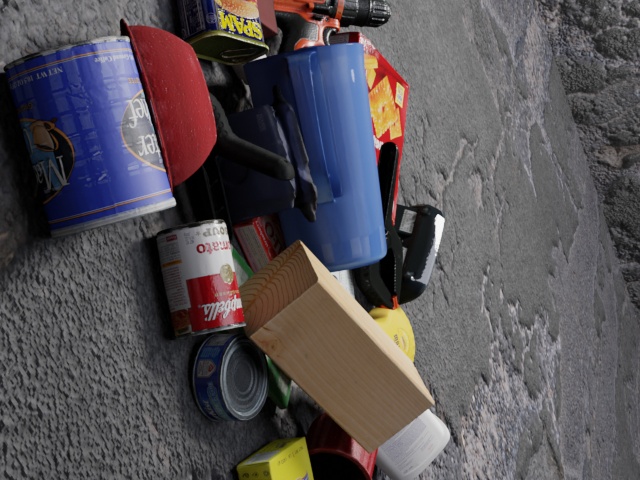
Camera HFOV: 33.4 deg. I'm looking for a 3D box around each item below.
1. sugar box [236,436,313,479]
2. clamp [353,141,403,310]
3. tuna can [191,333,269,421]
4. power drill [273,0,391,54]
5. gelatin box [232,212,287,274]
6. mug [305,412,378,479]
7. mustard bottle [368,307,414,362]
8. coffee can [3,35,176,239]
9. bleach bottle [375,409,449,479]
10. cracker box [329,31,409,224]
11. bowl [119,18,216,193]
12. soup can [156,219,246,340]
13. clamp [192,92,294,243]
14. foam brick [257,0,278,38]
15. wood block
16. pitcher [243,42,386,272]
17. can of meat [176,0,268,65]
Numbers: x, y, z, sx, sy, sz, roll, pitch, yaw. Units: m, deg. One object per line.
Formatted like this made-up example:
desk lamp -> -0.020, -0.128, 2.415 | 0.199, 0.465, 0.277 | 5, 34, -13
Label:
sugar box -> -0.032, 0.297, 1.079 | 0.093, 0.048, 0.176 | -17, 93, -66
clamp -> 0.061, 0.000, 1.328 | 0.164, 0.036, 0.210 | -35, 124, -48
tuna can -> -0.086, 0.133, 1.036 | 0.086, 0.034, 0.086 | 12, 76, -58
power drill -> 0.005, -0.227, 1.303 | 0.184, 0.057, 0.187 | 3, 73, -19
gelatin box -> -0.058, 0.002, 1.184 | 0.089, 0.030, 0.073 | 66, 26, -23
mug -> 0.018, 0.251, 1.171 | 0.081, 0.093, 0.117 | -66, 157, -60
mustard bottle -> 0.064, 0.145, 1.350 | 0.191, 0.058, 0.096 | -21, 103, -66
coffee can -> -0.184, -0.082, 0.856 | 0.102, 0.103, 0.140 | -27, 103, -65
bleach bottle -> 0.074, 0.199, 1.274 | 0.102, 0.068, 0.250 | -46, 140, -11
cracker box -> 0.050, -0.142, 1.406 | 0.164, 0.072, 0.213 | 36, 56, -55
bowl -> -0.132, -0.124, 0.952 | 0.162, 0.055, 0.162 | 164, -90, -79
soup can -> -0.112, 0.037, 1.001 | 0.068, 0.069, 0.102 | -2, 80, -66
clamp -> -0.100, -0.091, 1.022 | 0.171, 0.120, 0.039 | 58, 29, 2
foam brick -> -0.087, -0.273, 1.228 | 0.051, 0.053, 0.078 | 16, 63, -63
wood block -> 0.014, 0.111, 1.090 | 0.206, 0.091, 0.090 | 47, 8, -30
pitcher -> 0.000, -0.088, 1.156 | 0.148, 0.145, 0.243 | -14, 95, -42
can of meat -> -0.108, -0.242, 1.147 | 0.101, 0.058, 0.084 | 3, 73, -54
